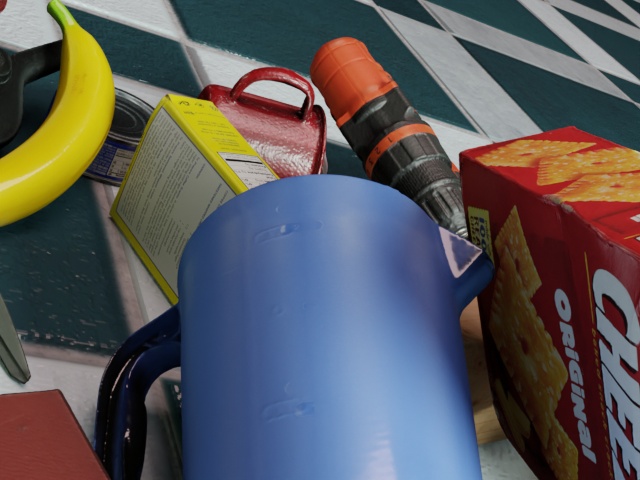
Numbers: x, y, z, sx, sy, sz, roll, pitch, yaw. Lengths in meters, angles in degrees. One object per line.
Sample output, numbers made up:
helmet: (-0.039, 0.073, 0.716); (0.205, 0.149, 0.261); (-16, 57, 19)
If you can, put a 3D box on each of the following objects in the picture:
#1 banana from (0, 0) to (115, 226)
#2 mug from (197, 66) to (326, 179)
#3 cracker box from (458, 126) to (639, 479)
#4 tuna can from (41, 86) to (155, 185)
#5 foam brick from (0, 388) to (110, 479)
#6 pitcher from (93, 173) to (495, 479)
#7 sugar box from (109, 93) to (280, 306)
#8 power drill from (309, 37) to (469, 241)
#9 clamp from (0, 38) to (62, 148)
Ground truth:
banana: (-0.167, -0.066, 0.647); (0.069, 0.037, 0.197); (24, 47, -12)
mug: (-0.046, -0.068, 0.733); (0.081, 0.117, 0.093); (14, 40, -18)
cracker box: (0.128, 0.051, 0.454); (0.072, 0.164, 0.214); (-13, 16, -5)
tuna can: (-0.146, -0.075, 0.734); (0.086, 0.034, 0.086); (23, 26, -12)
foam brick: (-0.115, 0.102, 0.408); (0.051, 0.053, 0.078); (3, 36, -43)
pitcher: (-0.006, 0.099, 0.428); (0.144, 0.149, 0.243); (21, 37, -21)
sugar box: (-0.054, 0.001, 0.615); (0.048, 0.093, 0.176); (1, 37, -44)
power drill: (0.075, -0.041, 0.766); (0.184, 0.057, 0.187); (61, 8, 31)
clamp: (-0.207, -0.107, 0.674); (0.120, 0.039, 0.171); (31, 50, -37)
